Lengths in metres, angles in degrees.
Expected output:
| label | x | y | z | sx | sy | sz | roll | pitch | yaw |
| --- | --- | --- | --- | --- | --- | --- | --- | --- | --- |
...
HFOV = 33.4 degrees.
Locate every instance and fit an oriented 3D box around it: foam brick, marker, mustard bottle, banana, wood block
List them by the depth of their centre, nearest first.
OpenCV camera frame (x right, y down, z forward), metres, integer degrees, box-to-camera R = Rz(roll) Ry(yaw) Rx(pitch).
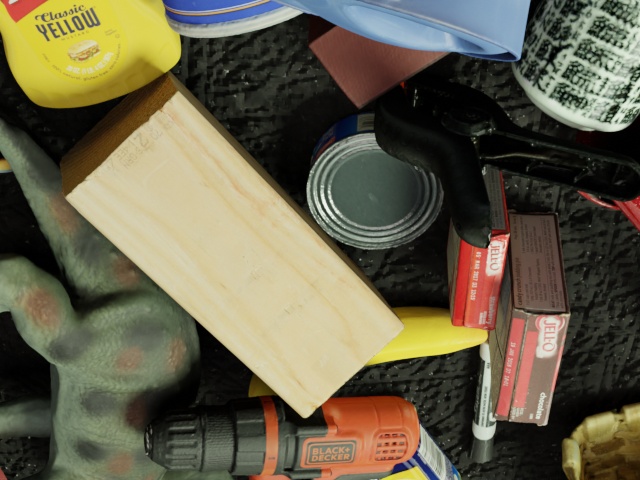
| label | x | y | z | sx | sy | sz | roll | pitch | yaw |
| --- | --- | --- | --- | --- | --- | --- | --- | --- | --- |
| mustard bottle | -0.147 | -0.153 | 0.558 | 0.096 | 0.058 | 0.191 | -15 | 144 | 5 |
| foam brick | 0.038 | -0.122 | 0.608 | 0.078 | 0.053 | 0.051 | -30 | 118 | 22 |
| wood block | -0.055 | 0.001 | 0.663 | 0.090 | 0.091 | 0.206 | -43 | 114 | 2 |
| banana | 0.020 | 0.084 | 0.764 | 0.198 | 0.037 | 0.069 | -26 | 136 | 22 |
| marker | 0.123 | 0.119 | 0.788 | 0.020 | 0.020 | 0.121 | 2 | 124 | 3 |

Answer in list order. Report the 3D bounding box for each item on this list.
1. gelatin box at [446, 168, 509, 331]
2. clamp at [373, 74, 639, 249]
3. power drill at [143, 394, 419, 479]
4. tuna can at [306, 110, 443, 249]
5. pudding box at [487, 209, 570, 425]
| label | x | y | z | sx | sy | sz | roll | pitch | yaw |
| --- | --- | --- | --- | --- | --- | --- | --- | --- | --- |
| gelatin box | 0.098 | 0.001 | 0.666 | 0.030 | 0.089 | 0.073 | 3 | 124 | 2 |
| clamp | 0.078 | -0.049 | 0.591 | 0.120 | 0.172 | 0.039 | -17 | 125 | -39 |
| power drill | -0.031 | 0.190 | 0.730 | 0.184 | 0.057 | 0.188 | 1 | 115 | -14 |
| tuna can | 0.035 | -0.038 | 0.678 | 0.086 | 0.033 | 0.086 | 2 | 125 | 3 |
| pudding box | 0.131 | 0.047 | 0.681 | 0.039 | 0.113 | 0.090 | 5 | 125 | 2 |
